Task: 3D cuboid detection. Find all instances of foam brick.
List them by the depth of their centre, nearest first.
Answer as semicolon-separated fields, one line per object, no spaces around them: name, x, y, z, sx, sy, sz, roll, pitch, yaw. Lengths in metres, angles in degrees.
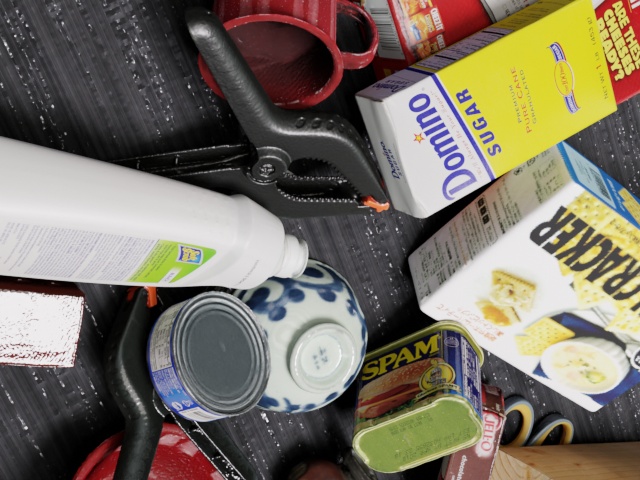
foam brick;-0.199;0.050;0.698;0.078;0.053;0.051;7;99;-28

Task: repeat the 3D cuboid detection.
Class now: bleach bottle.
bleach bottle;-0.127;-0.005;0.696;0.250;0.103;0.068;11;58;-30

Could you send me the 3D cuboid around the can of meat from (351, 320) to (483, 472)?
can of meat;0.073;0.120;0.807;0.102;0.084;0.057;-26;119;21

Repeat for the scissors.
scissors;0.141;0.217;0.928;0.201;0.016;0.096;-43;115;-11

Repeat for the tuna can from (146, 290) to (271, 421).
tuna can;-0.076;0.080;0.728;0.086;0.034;0.086;21;60;-41

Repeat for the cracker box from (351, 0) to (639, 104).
cracker box;0.143;-0.155;0.809;0.213;0.072;0.164;-29;114;-19

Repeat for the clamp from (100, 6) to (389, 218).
clamp;-0.037;-0.067;0.708;0.209;0.036;0.165;13;136;-24

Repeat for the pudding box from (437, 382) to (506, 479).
pudding box;0.120;0.178;0.865;0.039;0.090;0.113;16;98;7

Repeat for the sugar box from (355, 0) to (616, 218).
sugar box;0.118;-0.096;0.741;0.176;0.048;0.093;-31;116;-18

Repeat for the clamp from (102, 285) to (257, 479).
clamp;-0.114;0.116;0.732;0.120;0.039;0.171;-20;89;-47

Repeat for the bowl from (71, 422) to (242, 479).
bowl;-0.122;0.213;0.752;0.161;0.055;0.162;15;64;-34

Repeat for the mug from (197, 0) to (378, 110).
mug;-0.019;-0.143;0.704;0.117;0.093;0.081;6;57;-6
